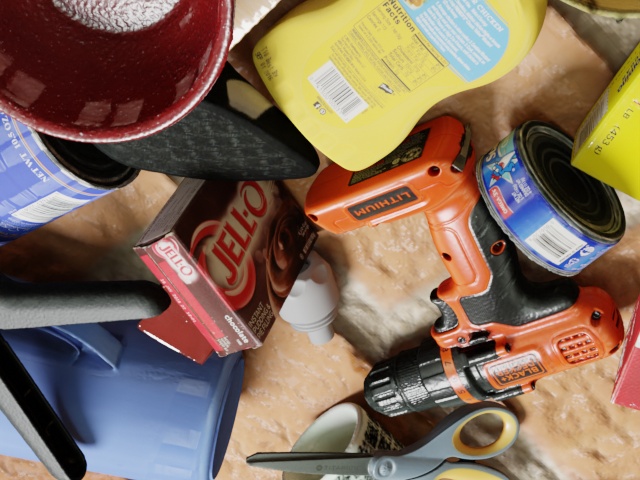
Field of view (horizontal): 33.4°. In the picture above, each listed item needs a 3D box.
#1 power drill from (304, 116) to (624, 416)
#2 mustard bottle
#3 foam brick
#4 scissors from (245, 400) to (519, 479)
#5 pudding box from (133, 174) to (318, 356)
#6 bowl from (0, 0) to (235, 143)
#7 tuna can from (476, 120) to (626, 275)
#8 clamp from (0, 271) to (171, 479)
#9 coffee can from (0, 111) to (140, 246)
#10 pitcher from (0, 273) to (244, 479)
[{"bbox_3d":[0.071,0.026,0.671,0.185,0.057,0.187,-23,118,28],"label":"power drill"},{"bbox_3d":[0.060,-0.120,0.564,0.192,0.058,0.096,-32,105,34],"label":"mustard bottle"},{"bbox_3d":[-0.078,0.032,0.706,0.051,0.078,0.053,31,128,-8],"label":"foam brick"},{"bbox_3d":[0.056,0.137,0.726,0.201,0.016,0.096,23,96,-23],"label":"scissors"},{"bbox_3d":[-0.054,0.001,0.653,0.039,0.113,0.090,-20,117,31],"label":"pudding box"},{"bbox_3d":[-0.110,-0.128,0.495,0.162,0.055,0.162,7,124,11],"label":"bowl"},{"bbox_3d":[0.130,-0.025,0.595,0.086,0.086,0.034,39,125,-12],"label":"tuna can"},{"bbox_3d":[-0.209,0.059,0.657,0.210,0.036,0.165,22,118,0],"label":"clamp"},{"bbox_3d":[-0.194,-0.055,0.663,0.141,0.102,0.102,-22,116,29],"label":"coffee can"},{"bbox_3d":[-0.182,0.093,0.751,0.243,0.149,0.145,13,100,4],"label":"pitcher"}]
